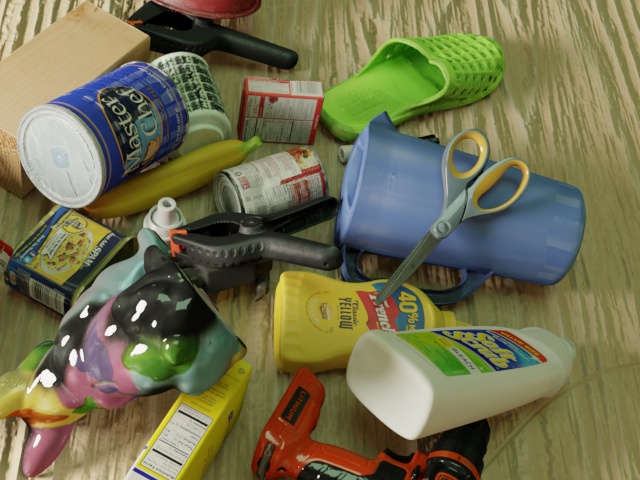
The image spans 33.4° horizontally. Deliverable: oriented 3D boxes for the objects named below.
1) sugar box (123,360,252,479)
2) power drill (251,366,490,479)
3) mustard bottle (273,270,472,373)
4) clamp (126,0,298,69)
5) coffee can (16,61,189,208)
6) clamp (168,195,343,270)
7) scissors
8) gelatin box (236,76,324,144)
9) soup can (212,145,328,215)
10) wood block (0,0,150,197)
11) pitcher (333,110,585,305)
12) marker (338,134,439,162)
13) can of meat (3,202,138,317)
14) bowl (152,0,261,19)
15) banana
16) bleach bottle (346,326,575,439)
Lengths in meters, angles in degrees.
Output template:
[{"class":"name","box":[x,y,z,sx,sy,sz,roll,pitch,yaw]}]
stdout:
[{"class":"sugar box","box":[-0.118,0.182,0.883,0.048,0.093,0.176,24,51,7]},{"class":"power drill","box":[0.048,0.185,0.936,0.188,0.057,0.184,24,39,10]},{"class":"mustard bottle","box":[0.053,0.083,1.024,0.191,0.058,0.096,5,58,-9]},{"class":"clamp","box":[-0.134,-0.242,1.238,0.165,0.036,0.209,43,39,21]},{"class":"coffee can","box":[-0.210,-0.106,1.044,0.103,0.103,0.140,32,38,14]},{"class":"clamp","box":[-0.057,0.001,1.014,0.171,0.039,0.120,-11,24,-5]},{"class":"scissors","box":[0.111,-0.032,1.019,0.201,0.016,0.096,-33,90,-11]},{"class":"gelatin box","box":[-0.045,-0.143,1.178,0.089,0.073,0.030,3,50,-10]},{"class":"soup can","box":[-0.052,-0.053,1.106,0.102,0.069,0.068,-19,58,-25]},{"class":"wood block","box":[-0.280,-0.152,1.122,0.091,0.090,0.205,30,51,12]},{"class":"pitcher","box":[0.138,-0.020,1.094,0.242,0.149,0.145,13,35,-6]},{"class":"marker","box":[0.080,-0.105,1.209,0.121,0.020,0.020,-9,54,-19]},{"class":"can of meat","box":[-0.237,0.021,1.012,0.084,0.057,0.102,27,51,12]},{"class":"bowl","box":[-0.143,-0.321,1.258,0.162,0.055,0.162,11,34,-8]},{"class":"banana","box":[-0.155,-0.065,1.094,0.197,0.070,0.037,-25,80,-13]},{"class":"bleach bottle","box":[0.147,0.115,0.985,0.250,0.068,0.103,-6,35,-43]}]
